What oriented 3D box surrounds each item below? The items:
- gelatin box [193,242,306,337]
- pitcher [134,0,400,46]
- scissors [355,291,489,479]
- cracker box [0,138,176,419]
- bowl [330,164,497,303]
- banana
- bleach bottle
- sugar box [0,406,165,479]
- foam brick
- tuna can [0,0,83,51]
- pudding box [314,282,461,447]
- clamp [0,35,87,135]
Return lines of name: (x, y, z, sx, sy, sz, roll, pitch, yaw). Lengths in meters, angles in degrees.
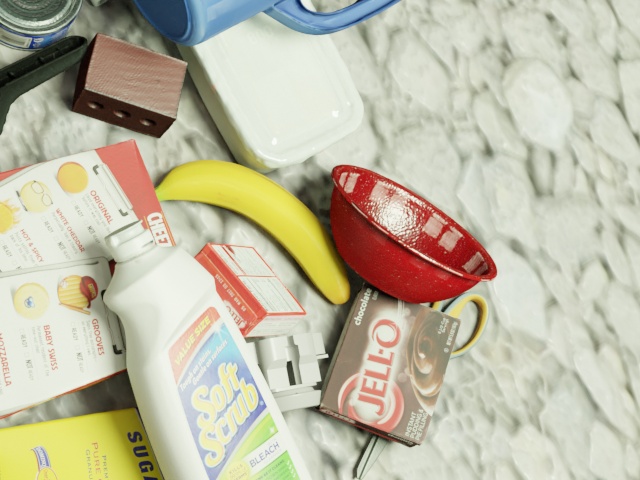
gelatin box: (-0.057, 0.039, 0.822, 0.030, 0.089, 0.073, -44, 74, 13)
pitcher: (-0.029, -0.242, 0.830, 0.242, 0.145, 0.149, -36, 61, -24)
scissors: (0.070, 0.102, 0.920, 0.201, 0.016, 0.096, -42, 95, -25)
cracker box: (-0.209, 0.034, 0.768, 0.213, 0.072, 0.164, -20, 88, -36)
bowl: (0.065, 0.004, 0.888, 0.162, 0.162, 0.055, 27, 109, -16)
banana: (-0.050, -0.017, 0.885, 0.197, 0.037, 0.070, 27, 99, -13)
bleach bottle: (-0.090, 0.107, 0.752, 0.102, 0.068, 0.251, -32, 103, -32)
sugar box: (-0.157, 0.173, 0.787, 0.176, 0.048, 0.093, -7, 81, -24)
foam brick: (-0.153, -0.123, 0.852, 0.078, 0.053, 0.051, 16, 72, -19)
tuna can: (-0.232, -0.196, 0.845, 0.086, 0.034, 0.086, 5, 76, -23)
pudding box: (0.056, 0.103, 0.886, 0.090, 0.039, 0.113, 21, 72, -5)
clamp: (-0.258, -0.119, 0.780, 0.171, 0.039, 0.120, -53, 135, -12)
